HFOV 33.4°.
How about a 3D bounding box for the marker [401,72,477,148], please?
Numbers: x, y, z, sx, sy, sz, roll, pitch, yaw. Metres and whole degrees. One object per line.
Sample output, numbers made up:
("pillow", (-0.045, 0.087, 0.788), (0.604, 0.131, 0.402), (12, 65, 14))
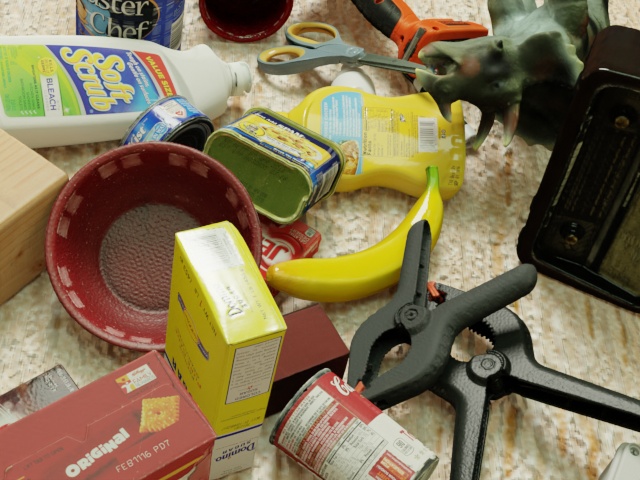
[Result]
("marker", (0.114, -0.136, 1.043), (0.020, 0.020, 0.121), (-18, 56, -25))

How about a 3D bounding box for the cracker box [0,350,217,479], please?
("cracker box", (-0.147, 0.177, 0.590), (0.163, 0.214, 0.072), (-27, 61, -30))

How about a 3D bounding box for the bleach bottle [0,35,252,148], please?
("bleach bottle", (-0.184, -0.140, 0.941), (0.250, 0.068, 0.102), (-9, 81, -21))

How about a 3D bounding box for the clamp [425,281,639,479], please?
("clamp", (0.141, 0.103, 0.810), (0.164, 0.036, 0.210), (-20, 46, -3))

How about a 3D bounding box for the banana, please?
("banana", (0.041, 0.009, 0.881), (0.197, 0.037, 0.069), (-33, 89, -33))

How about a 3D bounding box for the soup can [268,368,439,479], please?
("soup can", (0.024, 0.147, 0.750), (0.102, 0.069, 0.068), (37, 52, 18))

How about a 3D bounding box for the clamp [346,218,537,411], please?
("clamp", (0.072, 0.057, 0.825), (0.171, 0.039, 0.120), (-43, 41, -11))

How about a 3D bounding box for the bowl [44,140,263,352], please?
("bowl", (-0.127, 0.008, 0.820), (0.162, 0.055, 0.162), (1, 79, -7))

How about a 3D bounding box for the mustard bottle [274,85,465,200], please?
("mustard bottle", (0.031, -0.090, 0.956), (0.191, 0.058, 0.096), (4, 74, -8))

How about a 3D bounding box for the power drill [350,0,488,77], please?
("power drill", (0.079, -0.244, 1.085), (0.184, 0.057, 0.188), (-18, 53, -45))

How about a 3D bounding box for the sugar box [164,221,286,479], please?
("sugar box", (-0.070, 0.079, 0.716), (0.048, 0.176, 0.093), (-12, 53, -24))

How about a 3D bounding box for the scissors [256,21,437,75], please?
("scissors", (0.013, -0.166, 1.002), (0.096, 0.016, 0.202), (-30, 37, -18))

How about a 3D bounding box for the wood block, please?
("wood block", (-0.287, 0.014, 0.782), (0.091, 0.090, 0.205), (33, 52, 17))

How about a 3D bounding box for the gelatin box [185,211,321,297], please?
("gelatin box", (-0.056, 0.001, 0.882), (0.089, 0.030, 0.073), (32, 51, 15))

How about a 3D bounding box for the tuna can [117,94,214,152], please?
("tuna can", (-0.129, -0.078, 0.897), (0.034, 0.086, 0.086), (39, 53, 18))

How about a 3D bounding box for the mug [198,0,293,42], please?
("mug", (-0.089, -0.259, 1.056), (0.117, 0.093, 0.081), (4, 45, -15))

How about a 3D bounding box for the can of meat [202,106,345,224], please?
("can of meat", (-0.040, -0.063, 0.887), (0.102, 0.057, 0.083), (28, 25, 9))

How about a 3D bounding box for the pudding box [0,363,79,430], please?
("pudding box", (-0.186, 0.151, 0.720), (0.089, 0.039, 0.114), (-28, 61, -30))

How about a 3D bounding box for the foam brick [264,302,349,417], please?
("foam brick", (-0.026, 0.090, 0.798), (0.078, 0.053, 0.051), (-17, 56, -25))

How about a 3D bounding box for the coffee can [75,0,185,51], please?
("coffee can", (-0.174, -0.231, 0.980), (0.102, 0.140, 0.103), (6, 49, -7))
